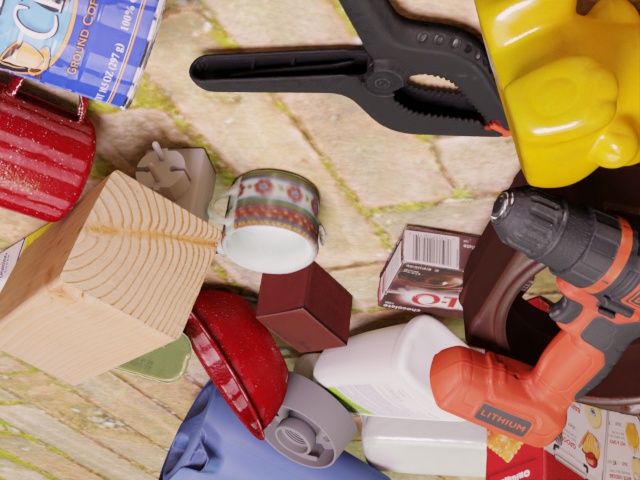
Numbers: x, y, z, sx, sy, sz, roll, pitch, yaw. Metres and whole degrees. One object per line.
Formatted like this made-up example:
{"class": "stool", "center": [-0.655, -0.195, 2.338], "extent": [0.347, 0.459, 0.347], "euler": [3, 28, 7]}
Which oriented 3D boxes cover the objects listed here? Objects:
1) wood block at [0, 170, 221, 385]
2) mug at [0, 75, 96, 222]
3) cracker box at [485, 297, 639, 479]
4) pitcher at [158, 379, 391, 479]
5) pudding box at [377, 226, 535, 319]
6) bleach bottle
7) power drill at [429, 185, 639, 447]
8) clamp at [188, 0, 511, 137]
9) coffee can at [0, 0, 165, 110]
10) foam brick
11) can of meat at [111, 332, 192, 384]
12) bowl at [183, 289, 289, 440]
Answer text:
{"class": "wood block", "center": [-0.168, 0.035, 0.788], "extent": [0.090, 0.090, 0.206], "euler": [31, 151, -20]}
{"class": "mug", "center": [-0.206, -0.072, 0.752], "extent": [0.081, 0.093, 0.117], "euler": [21, 110, -31]}
{"class": "cracker box", "center": [0.221, 0.182, 0.954], "extent": [0.164, 0.213, 0.072], "euler": [29, 143, -33]}
{"class": "pitcher", "center": [-0.046, 0.256, 1.176], "extent": [0.242, 0.149, 0.145], "euler": [29, 138, -10]}
{"class": "pudding box", "center": [0.112, 0.031, 0.894], "extent": [0.113, 0.039, 0.090], "euler": [11, 150, -6]}
{"class": "bleach bottle", "center": [0.041, 0.128, 1.019], "extent": [0.102, 0.068, 0.251], "euler": [40, 153, -22]}
{"class": "power drill", "center": [0.154, 0.055, 0.713], "extent": [0.184, 0.057, 0.188], "euler": [25, 131, -17]}
{"class": "clamp", "center": [0.030, -0.110, 0.676], "extent": [0.209, 0.036, 0.165], "euler": [24, 145, -28]}
{"class": "coffee can", "center": [-0.162, -0.142, 0.595], "extent": [0.140, 0.103, 0.103], "euler": [16, 148, -17]}
{"class": "foam brick", "center": [-0.014, 0.060, 0.955], "extent": [0.053, 0.051, 0.078], "euler": [-12, 145, 29]}
{"class": "can of meat", "center": [-0.179, 0.101, 1.024], "extent": [0.102, 0.057, 0.084], "euler": [18, 171, -17]}
{"class": "bowl", "center": [-0.076, 0.103, 0.985], "extent": [0.055, 0.162, 0.162], "euler": [-31, 152, -15]}
